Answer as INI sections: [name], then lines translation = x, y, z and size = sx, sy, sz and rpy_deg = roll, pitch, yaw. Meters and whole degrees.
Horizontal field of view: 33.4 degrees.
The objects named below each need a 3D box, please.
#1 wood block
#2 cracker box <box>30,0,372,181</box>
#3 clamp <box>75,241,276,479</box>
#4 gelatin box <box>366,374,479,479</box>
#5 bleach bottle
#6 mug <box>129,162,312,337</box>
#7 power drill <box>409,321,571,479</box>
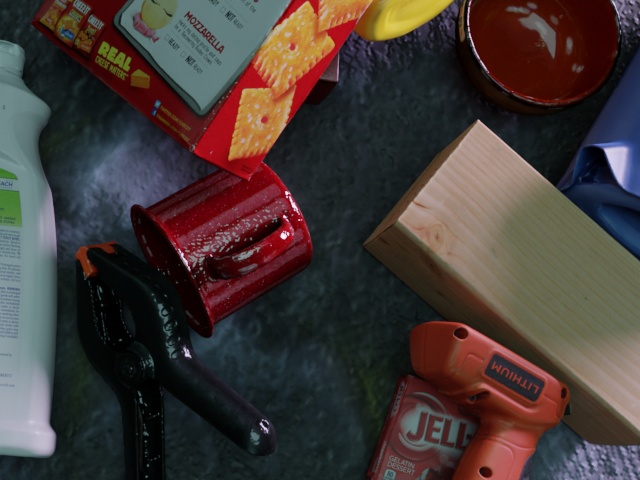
[wood block]
translation = 0.140, 0.032, 0.691
size = 0.206, 0.090, 0.090
rpy_deg = 41, 75, -2
[cracker box]
translation = -0.050, -0.169, 0.634
size = 0.164, 0.072, 0.214
rpy_deg = 38, 96, 30
[clamp]
translation = -0.107, 0.084, 0.648
size = 0.120, 0.039, 0.171
rpy_deg = -43, 70, 24
[gelatin box]
translation = 0.083, 0.136, 0.693
size = 0.089, 0.030, 0.073
rpy_deg = 22, 76, -7
[bleach bottle]
translation = -0.200, 0.001, 0.646
size = 0.102, 0.068, 0.251
rpy_deg = 6, 77, -11
[mug]
translation = -0.054, 0.001, 0.649
size = 0.081, 0.117, 0.093
rpy_deg = -31, 104, -19
[power drill]
translation = 0.062, 0.146, 0.617
size = 0.184, 0.057, 0.187
rpy_deg = 30, 70, -26
